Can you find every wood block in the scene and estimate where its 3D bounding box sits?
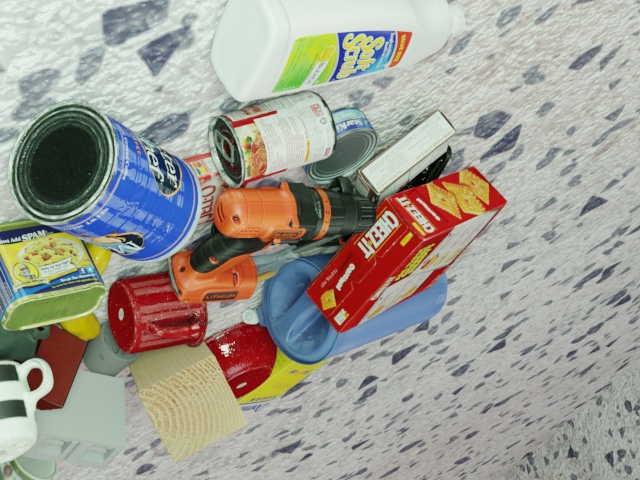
[{"bbox_3d":[-0.159,0.167,1.223,0.090,0.090,0.206,-27,-168,-10],"label":"wood block"}]

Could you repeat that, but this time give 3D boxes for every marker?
[{"bbox_3d":[-0.064,0.106,1.433,0.020,0.020,0.120,-40,155,19],"label":"marker"}]

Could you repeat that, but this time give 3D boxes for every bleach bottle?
[{"bbox_3d":[0.032,-0.183,0.921,0.250,0.068,0.103,-16,153,-36],"label":"bleach bottle"}]

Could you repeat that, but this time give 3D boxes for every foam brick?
[{"bbox_3d":[-0.288,0.133,1.115,0.051,0.078,0.053,35,150,-32],"label":"foam brick"}]

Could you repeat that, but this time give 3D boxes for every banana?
[{"bbox_3d":[-0.242,0.057,1.101,0.069,0.037,0.198,-15,152,-32],"label":"banana"}]

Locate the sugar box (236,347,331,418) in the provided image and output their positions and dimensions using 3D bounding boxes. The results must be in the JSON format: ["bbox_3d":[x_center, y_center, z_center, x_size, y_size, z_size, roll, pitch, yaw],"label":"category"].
[{"bbox_3d":[-0.076,0.203,1.580,0.176,0.048,0.093,-41,155,19],"label":"sugar box"}]

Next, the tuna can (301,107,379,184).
[{"bbox_3d":[0.016,-0.098,1.104,0.086,0.034,0.086,-25,156,-12],"label":"tuna can"}]

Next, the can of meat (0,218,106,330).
[{"bbox_3d":[-0.255,0.029,0.970,0.101,0.084,0.058,-12,150,-38],"label":"can of meat"}]

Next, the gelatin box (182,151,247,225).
[{"bbox_3d":[-0.111,-0.050,1.052,0.073,0.030,0.089,-18,153,-28],"label":"gelatin box"}]

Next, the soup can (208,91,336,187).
[{"bbox_3d":[-0.045,-0.096,0.994,0.102,0.068,0.069,-20,154,-26],"label":"soup can"}]

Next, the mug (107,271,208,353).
[{"bbox_3d":[-0.172,0.080,1.144,0.081,0.117,0.093,-8,113,-33],"label":"mug"}]

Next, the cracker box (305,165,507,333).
[{"bbox_3d":[0.101,0.006,1.223,0.213,0.072,0.164,-20,154,-54],"label":"cracker box"}]

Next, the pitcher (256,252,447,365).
[{"bbox_3d":[0.045,0.073,1.383,0.242,0.149,0.145,-10,132,-46],"label":"pitcher"}]

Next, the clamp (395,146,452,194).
[{"bbox_3d":[0.119,-0.063,1.293,0.120,0.039,0.171,-31,163,11],"label":"clamp"}]

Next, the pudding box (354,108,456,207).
[{"bbox_3d":[0.092,-0.088,1.164,0.113,0.039,0.090,-40,174,-5],"label":"pudding box"}]

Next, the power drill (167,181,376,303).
[{"bbox_3d":[-0.057,0.001,1.086,0.184,0.057,0.188,2,152,-37],"label":"power drill"}]

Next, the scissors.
[{"bbox_3d":[-0.054,0.017,1.201,0.096,0.016,0.202,2,159,-37],"label":"scissors"}]

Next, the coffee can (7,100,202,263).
[{"bbox_3d":[-0.176,-0.045,0.893,0.103,0.103,0.140,-36,156,11],"label":"coffee can"}]

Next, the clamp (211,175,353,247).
[{"bbox_3d":[-0.002,-0.023,1.195,0.165,0.036,0.209,-20,165,26],"label":"clamp"}]

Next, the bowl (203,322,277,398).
[{"bbox_3d":[-0.118,0.175,1.462,0.162,0.055,0.162,-25,156,-12],"label":"bowl"}]
